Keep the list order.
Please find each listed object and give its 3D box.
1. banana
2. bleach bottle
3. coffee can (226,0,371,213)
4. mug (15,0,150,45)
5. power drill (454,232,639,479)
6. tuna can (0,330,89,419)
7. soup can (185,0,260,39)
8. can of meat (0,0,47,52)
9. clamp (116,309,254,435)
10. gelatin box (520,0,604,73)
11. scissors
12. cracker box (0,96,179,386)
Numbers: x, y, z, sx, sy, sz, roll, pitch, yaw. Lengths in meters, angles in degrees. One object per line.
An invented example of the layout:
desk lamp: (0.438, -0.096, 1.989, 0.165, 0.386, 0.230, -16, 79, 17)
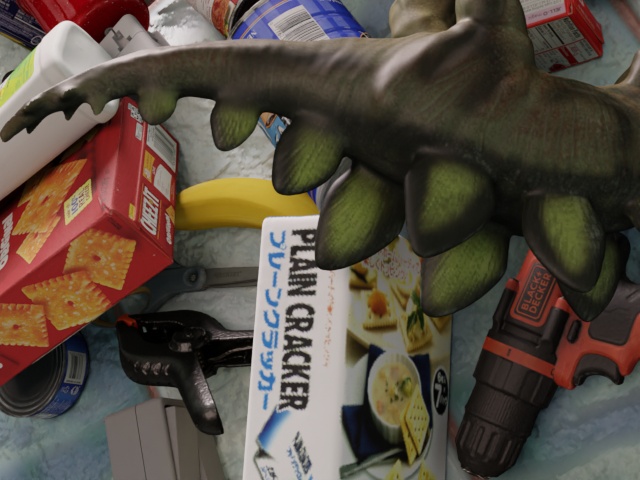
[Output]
banana: (-0.042, -0.013, 0.779, 0.198, 0.037, 0.069, 24, 73, 38)
bleach bottle: (-0.266, -0.060, 0.835, 0.251, 0.068, 0.102, -38, 29, 16)
coffee can: (0.008, -0.094, 0.739, 0.103, 0.102, 0.140, -43, 61, 14)
mug: (-0.200, -0.188, 0.898, 0.081, 0.093, 0.117, 52, 135, 24)
power drill: (0.183, 0.081, 0.622, 0.188, 0.057, 0.184, 21, 89, 32)
tuna can: (-0.230, 0.102, 0.868, 0.086, 0.033, 0.086, -8, 74, 28)
soup can: (-0.070, -0.199, 0.830, 0.068, 0.068, 0.102, -50, 59, 10)
can of meat: (-0.290, -0.217, 0.951, 0.102, 0.083, 0.057, 31, 94, 32)
clamp: (-0.092, 0.087, 0.756, 0.172, 0.120, 0.039, 4, 112, 34)
gelatin box: (0.131, -0.133, 0.694, 0.089, 0.073, 0.030, -15, 70, 27)
scissors: (-0.105, 0.014, 0.828, 0.202, 0.016, 0.096, -20, 69, 24)
cracker box: (-0.209, 0.004, 0.819, 0.214, 0.072, 0.164, -33, 33, 19)
